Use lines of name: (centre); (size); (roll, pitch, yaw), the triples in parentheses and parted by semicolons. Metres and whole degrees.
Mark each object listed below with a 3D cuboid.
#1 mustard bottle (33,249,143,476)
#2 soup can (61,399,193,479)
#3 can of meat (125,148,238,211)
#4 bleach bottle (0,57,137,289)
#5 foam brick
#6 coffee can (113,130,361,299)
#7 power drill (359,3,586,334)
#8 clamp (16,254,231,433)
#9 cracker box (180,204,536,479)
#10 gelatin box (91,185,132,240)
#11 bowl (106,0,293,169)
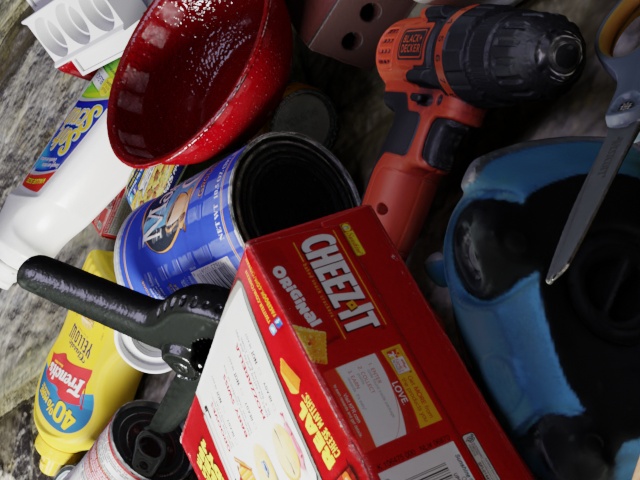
mustard bottle: (-0.186, 0.110, 0.864); (0.096, 0.058, 0.192); (40, 112, 38)
soup can: (-0.145, 0.172, 0.781); (0.102, 0.068, 0.068); (-49, 44, 33)
can of meat: (-0.101, -0.042, 0.803); (0.102, 0.057, 0.084); (-60, 37, 21)
bleach bottle: (-0.185, -0.063, 0.854); (0.251, 0.068, 0.103); (-52, 35, 4)
foam brick: (0.023, -0.157, 0.676); (0.078, 0.052, 0.051); (-55, 41, 27)
coffee can: (-0.054, 0.001, 0.686); (0.141, 0.102, 0.103); (-23, 61, 48)
power drill: (0.060, -0.031, 0.556); (0.185, 0.057, 0.188); (-150, 78, -71)
clamp: (-0.077, 0.073, 0.667); (0.210, 0.164, 0.036); (1, 46, 35)
cracker box: (0.008, 0.111, 0.502); (0.164, 0.072, 0.214); (61, 153, 24)
gelatin box: (-0.176, -0.055, 0.929); (0.073, 0.030, 0.089); (48, 116, 49)
bowl: (-0.069, -0.110, 0.689); (0.162, 0.055, 0.162); (-27, 49, 37)
